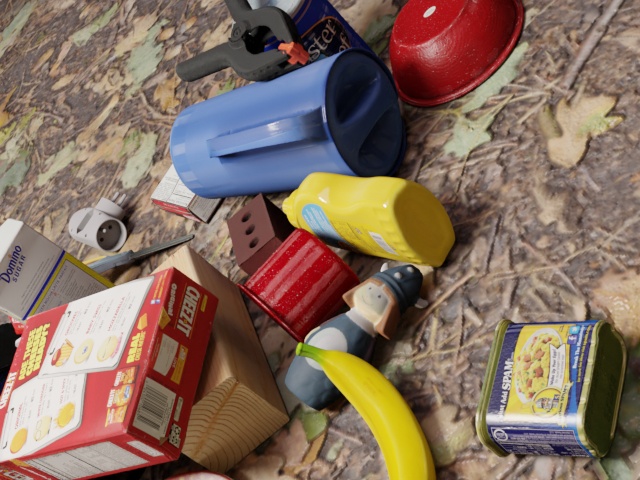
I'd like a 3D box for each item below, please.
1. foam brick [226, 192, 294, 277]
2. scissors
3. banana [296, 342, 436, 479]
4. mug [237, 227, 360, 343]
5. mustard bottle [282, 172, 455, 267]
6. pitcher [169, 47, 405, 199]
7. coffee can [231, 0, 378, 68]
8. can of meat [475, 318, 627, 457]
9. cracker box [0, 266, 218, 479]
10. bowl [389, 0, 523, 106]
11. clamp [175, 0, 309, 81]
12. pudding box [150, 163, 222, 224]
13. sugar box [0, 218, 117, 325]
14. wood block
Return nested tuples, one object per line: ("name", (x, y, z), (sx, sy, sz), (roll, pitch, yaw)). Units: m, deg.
("foam brick", (-0.057, 0.001, 1.106), (0.053, 0.051, 0.078), (-38, 38, 14))
("scissors", (-0.249, 0.029, 1.274), (0.202, 0.016, 0.096), (-13, 16, 39))
("banana", (0.049, 0.154, 0.855), (0.198, 0.069, 0.037), (54, 143, 40))
("mug", (-0.018, 0.044, 1.012), (0.081, 0.093, 0.117), (-48, 0, -7))
("mustard bottle", (0.030, -0.024, 1.004), (0.192, 0.096, 0.058), (9, 63, 49))
("pitcher", (-0.047, -0.109, 1.107), (0.243, 0.149, 0.145), (-8, 53, 39))
("coffee can", (-0.014, -0.215, 1.180), (0.103, 0.140, 0.103), (-27, 42, 27))
("can of meat", (0.170, 0.107, 0.780), (0.084, 0.057, 0.102), (-6, 54, 39))
("cracker box", (-0.202, 0.131, 0.973), (0.214, 0.072, 0.164), (-20, 46, 36))
("bowl", (0.128, -0.220, 1.113), (0.162, 0.055, 0.162), (-27, 41, 26))
("clamp", (-0.083, -0.198, 1.095), (0.172, 0.039, 0.120), (36, 104, 45))
("pudding box", (-0.142, -0.079, 1.275), (0.090, 0.039, 0.113), (16, 72, 50))
("sugar box", (-0.303, 0.058, 1.199), (0.048, 0.176, 0.093), (11, 66, 47))
("wood block", (-0.115, 0.111, 1.037), (0.091, 0.090, 0.206), (-40, 37, 10))
